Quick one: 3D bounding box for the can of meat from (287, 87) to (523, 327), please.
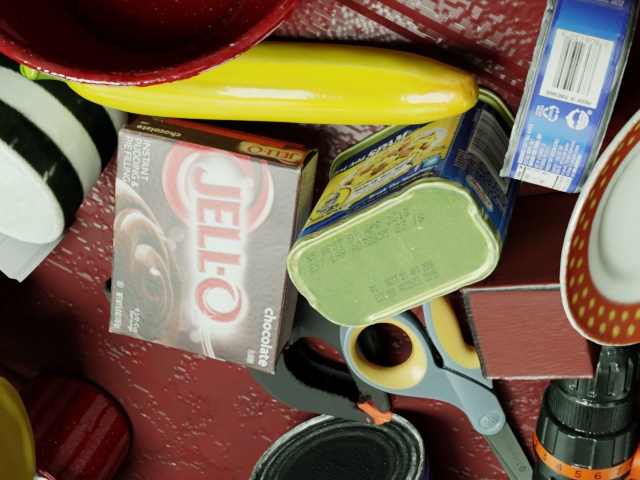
[{"bbox_3d":[0.041,-0.014,0.487,0.102,0.083,0.057,-27,111,33],"label":"can of meat"}]

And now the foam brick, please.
[{"bbox_3d":[0.101,0.020,0.492,0.053,0.078,0.051,-4,122,26],"label":"foam brick"}]

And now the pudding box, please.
[{"bbox_3d":[-0.054,0.001,0.523,0.090,0.039,0.113,14,117,12],"label":"pudding box"}]

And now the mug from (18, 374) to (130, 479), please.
[{"bbox_3d":[-0.182,0.133,0.672,0.117,0.081,0.093,31,128,-2],"label":"mug"}]

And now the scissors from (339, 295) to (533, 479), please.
[{"bbox_3d":[0.069,0.093,0.575,0.096,0.016,0.202,-14,120,-1],"label":"scissors"}]

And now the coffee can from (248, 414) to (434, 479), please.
[{"bbox_3d":[0.028,0.183,0.614,0.103,0.102,0.140,-6,120,24],"label":"coffee can"}]

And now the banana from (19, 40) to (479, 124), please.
[{"bbox_3d":[-0.029,-0.070,0.485,0.198,0.069,0.037,2,109,3],"label":"banana"}]

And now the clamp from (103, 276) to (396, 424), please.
[{"bbox_3d":[-0.034,0.044,0.582,0.120,0.039,0.171,-34,103,33],"label":"clamp"}]

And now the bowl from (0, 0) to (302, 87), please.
[{"bbox_3d":[-0.072,-0.128,0.436,0.162,0.162,0.055,20,167,6],"label":"bowl"}]
